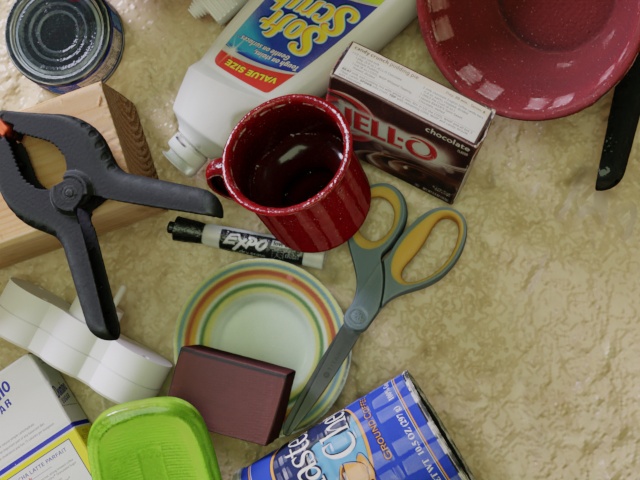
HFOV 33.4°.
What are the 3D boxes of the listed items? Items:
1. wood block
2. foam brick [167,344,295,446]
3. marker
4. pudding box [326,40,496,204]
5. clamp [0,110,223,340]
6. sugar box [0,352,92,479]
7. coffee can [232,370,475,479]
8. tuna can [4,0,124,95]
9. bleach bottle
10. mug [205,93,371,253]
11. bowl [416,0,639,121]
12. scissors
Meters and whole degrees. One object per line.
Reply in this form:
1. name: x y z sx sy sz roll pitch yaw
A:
1. wood block: -0.230 -0.034 0.782 0.206 0.090 0.091 -18 85 5
2. foam brick: -0.062 0.107 0.748 0.078 0.053 0.051 14 88 8
3. marker: -0.055 0.001 0.793 0.121 0.020 0.020 11 87 8
4. pudding box: 0.058 -0.081 0.748 0.113 0.090 0.039 25 68 7
5. clamp: -0.161 -0.019 0.708 0.171 0.039 0.120 33 87 13
6. sugar box: -0.199 0.179 0.785 0.093 0.048 0.176 -33 80 3
7. coffee can: 0.025 0.168 0.729 0.140 0.102 0.103 -32 83 3
8. tuna can: -0.196 -0.156 0.814 0.086 0.033 0.086 -1 86 7
9. bleach bottle: -0.014 -0.140 0.778 0.102 0.068 0.251 44 94 10
10. mug: -0.023 -0.042 0.752 0.117 0.081 0.093 -3 65 17
11. bowl: 0.146 -0.164 0.709 0.162 0.055 0.162 13 115 30
12. scissors: 0.019 0.037 0.765 0.201 0.016 0.096 -42 75 -9
